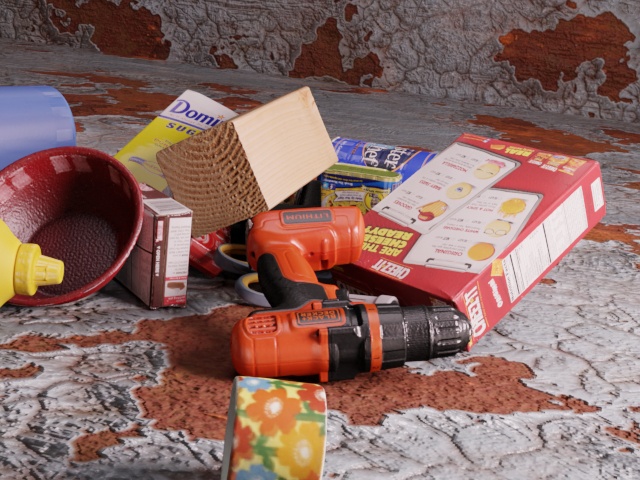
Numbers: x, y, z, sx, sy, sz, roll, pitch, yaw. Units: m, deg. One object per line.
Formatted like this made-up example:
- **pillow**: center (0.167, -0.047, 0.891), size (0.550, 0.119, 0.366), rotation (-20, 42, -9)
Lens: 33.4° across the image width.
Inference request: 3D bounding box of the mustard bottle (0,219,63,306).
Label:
- **mustard bottle**: center (-0.300, 0.016, 0.840), size (0.191, 0.096, 0.058), rotation (6, 14, -2)

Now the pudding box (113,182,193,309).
- **pudding box**: center (-0.157, 0.003, 0.968), size (0.039, 0.090, 0.114), rotation (-4, 18, -30)

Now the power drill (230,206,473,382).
- **power drill**: center (0.015, 0.039, 0.861), size (0.184, 0.057, 0.187), rotation (-3, 30, -7)

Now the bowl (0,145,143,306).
- **bowl**: center (-0.226, -0.002, 0.930), size (0.162, 0.162, 0.055), rotation (10, -29, 14)

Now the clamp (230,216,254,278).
- **clamp**: center (-0.057, 0.001, 1.125), size (0.120, 0.039, 0.172), rotation (7, 20, -25)

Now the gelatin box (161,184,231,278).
- **gelatin box**: center (-0.124, -0.013, 1.050), size (0.073, 0.030, 0.089), rotation (35, 27, -24)

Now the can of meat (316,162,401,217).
- **can of meat**: center (0.042, -0.042, 1.240), size (0.102, 0.084, 0.057), rotation (9, 15, 11)

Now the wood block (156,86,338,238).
- **wood block**: center (-0.067, -0.083, 1.069), size (0.090, 0.091, 0.205), rotation (-20, 9, 24)

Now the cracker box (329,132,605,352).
- **cracker box**: center (0.135, -0.006, 0.990), size (0.213, 0.072, 0.164), rotation (-40, 38, -27)

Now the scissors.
- **scissors**: center (-0.004, 0.044, 1.015), size (0.201, 0.016, 0.096), rotation (14, 28, -13)

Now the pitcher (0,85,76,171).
- **pitcher**: center (-0.404, -0.104, 1.180), size (0.242, 0.145, 0.149), rotation (-13, 30, -40)

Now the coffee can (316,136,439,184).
- **coffee can**: center (0.079, -0.067, 1.317), size (0.140, 0.103, 0.102), rotation (12, 15, 22)

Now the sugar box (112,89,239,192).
- **sugar box**: center (-0.155, -0.089, 1.155), size (0.093, 0.048, 0.176), rotation (28, 50, 10)
